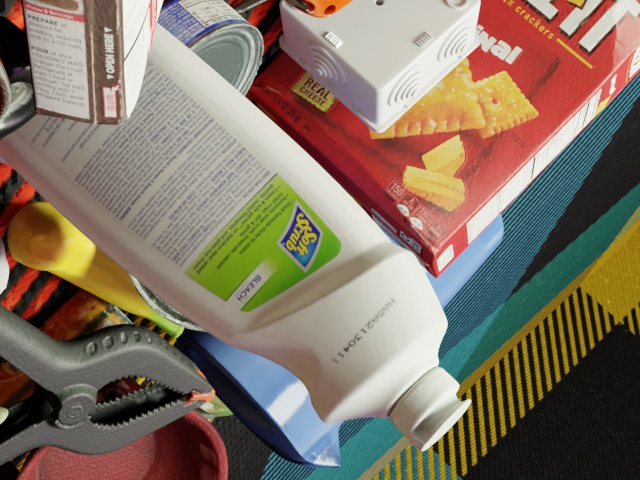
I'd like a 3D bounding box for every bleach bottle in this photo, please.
[{"bbox_3d":[-0.041,-0.001,0.468,0.102,0.251,0.068,-48,163,5],"label":"bleach bottle"}]

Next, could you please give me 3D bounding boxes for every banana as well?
[{"bbox_3d":[-0.131,0.009,0.597,0.037,0.070,0.197,-61,161,-6],"label":"banana"}]

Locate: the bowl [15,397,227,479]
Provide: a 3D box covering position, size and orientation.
[{"bbox_3d":[-0.149,0.169,0.751,0.161,0.055,0.162,-14,121,-25],"label":"bowl"}]

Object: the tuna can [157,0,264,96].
[{"bbox_3d":[-0.072,-0.090,0.568,0.086,0.034,0.086,-41,162,-16],"label":"tuna can"}]

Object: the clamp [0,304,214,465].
[{"bbox_3d":[-0.162,0.100,0.641,0.209,0.036,0.165,10,118,-43],"label":"clamp"}]

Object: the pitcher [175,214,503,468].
[{"bbox_3d":[0.013,0.032,0.792,0.242,0.145,0.149,-44,129,-17],"label":"pitcher"}]

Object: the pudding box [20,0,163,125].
[{"bbox_3d":[-0.079,-0.113,0.400,0.090,0.039,0.113,104,-5,-57],"label":"pudding box"}]

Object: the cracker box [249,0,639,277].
[{"bbox_3d":[0.087,-0.110,0.680,0.213,0.164,0.072,-45,165,-3],"label":"cracker box"}]
